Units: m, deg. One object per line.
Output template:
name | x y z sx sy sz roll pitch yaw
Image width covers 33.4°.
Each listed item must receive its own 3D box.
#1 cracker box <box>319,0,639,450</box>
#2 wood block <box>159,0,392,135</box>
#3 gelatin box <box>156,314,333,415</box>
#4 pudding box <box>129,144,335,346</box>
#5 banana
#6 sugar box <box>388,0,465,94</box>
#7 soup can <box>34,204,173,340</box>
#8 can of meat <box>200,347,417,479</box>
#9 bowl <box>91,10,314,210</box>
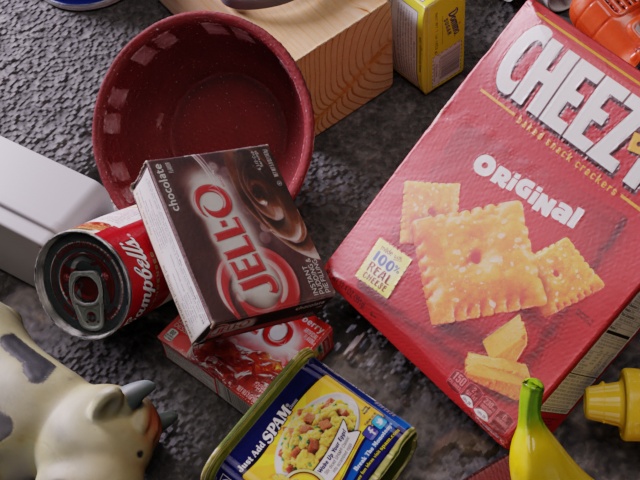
cracker box | 0.125 -0.009 0.631 0.164 0.072 0.214 44 104 29
wood block | -0.044 -0.184 0.816 0.090 0.090 0.206 -35 60 -16
gelatin box | -0.048 0.064 0.685 0.089 0.030 0.073 33 64 24
pudding box | -0.054 0.001 0.652 0.089 0.039 0.113 -11 67 -37
banana | 0.160 0.137 0.556 0.070 0.197 0.037 -56 32 10
sugar box | 0.036 -0.197 0.814 0.048 0.093 0.176 -34 60 -17
soup can | -0.122 0.015 0.676 0.069 0.068 0.102 20 21 18
can of meat | -0.004 0.127 0.620 0.084 0.057 0.102 33 66 19
bowl | -0.074 -0.074 0.740 0.162 0.055 0.162 1 93 17
